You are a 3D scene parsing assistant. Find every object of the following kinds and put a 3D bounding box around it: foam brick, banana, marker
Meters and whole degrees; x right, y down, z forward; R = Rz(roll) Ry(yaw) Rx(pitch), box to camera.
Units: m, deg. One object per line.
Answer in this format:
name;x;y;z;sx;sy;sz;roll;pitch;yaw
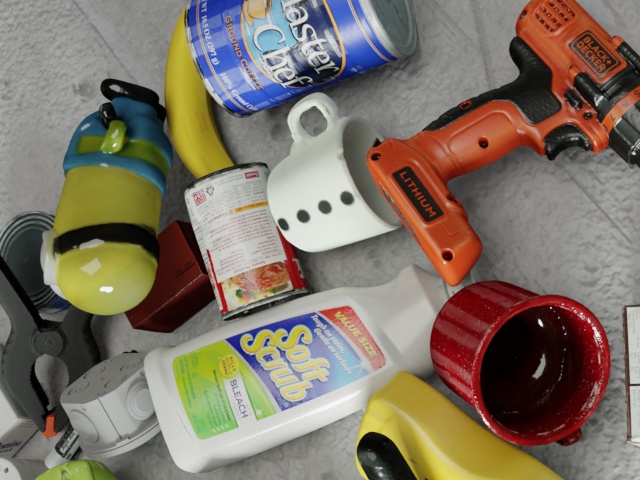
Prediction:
foam brick;-0.115;0.030;0.832;0.078;0.051;0.053;-36;68;17
banana;-0.092;-0.123;0.859;0.069;0.037;0.198;-8;79;-4
marker;-0.183;0.138;0.866;0.020;0.020;0.121;42;101;27

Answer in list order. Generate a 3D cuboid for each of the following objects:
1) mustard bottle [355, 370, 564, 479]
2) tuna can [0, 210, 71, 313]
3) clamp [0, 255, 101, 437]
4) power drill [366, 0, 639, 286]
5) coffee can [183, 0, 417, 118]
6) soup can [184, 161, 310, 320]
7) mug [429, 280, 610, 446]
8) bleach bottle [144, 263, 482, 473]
mustard bottle;0.111;0.167;0.672;0.192;0.058;0.096;32;139;27
tuna can;-0.238;0.019;0.907;0.086;0.033;0.086;-5;79;27
clamp;-0.208;0.072;0.862;0.120;0.039;0.171;-6;104;4
power drill;0.139;-0.053;0.690;0.187;0.057;0.184;-34;63;-2
coffee can;-0.014;-0.160;0.785;0.140;0.102;0.103;-17;73;24
soup can;-0.055;0.001;0.787;0.069;0.068;0.102;-21;82;23
mug;0.127;0.080;0.674;0.093;0.082;0.117;-39;108;-8
bleach bottle;-0.001;0.077;0.760;0.251;0.068;0.102;-27;70;18
